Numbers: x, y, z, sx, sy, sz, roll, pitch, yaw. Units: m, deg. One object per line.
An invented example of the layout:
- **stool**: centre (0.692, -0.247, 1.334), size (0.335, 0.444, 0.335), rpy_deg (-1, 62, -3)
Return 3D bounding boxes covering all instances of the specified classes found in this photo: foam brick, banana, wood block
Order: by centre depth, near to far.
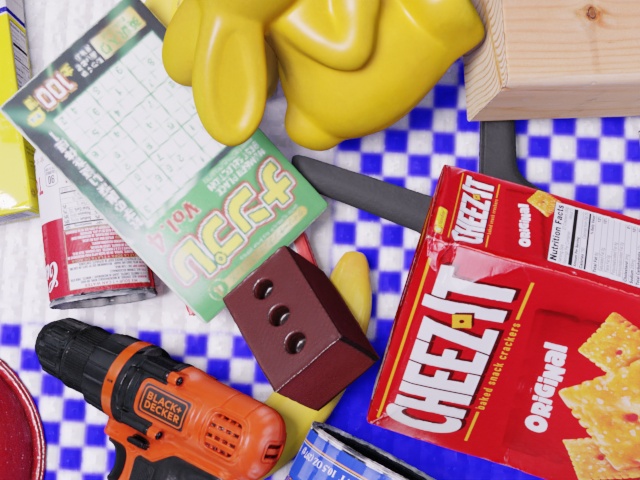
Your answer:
- **foam brick**: centre (-0.012, 0.052, 0.635), size (0.053, 0.051, 0.078), rpy_deg (-42, 53, 10)
- **wood block**: centre (0.196, -0.128, 0.640), size (0.206, 0.090, 0.091), rpy_deg (-2, 82, -7)
- **banana**: centre (-0.025, 0.096, 0.675), size (0.198, 0.037, 0.069), rpy_deg (-45, 84, -1)

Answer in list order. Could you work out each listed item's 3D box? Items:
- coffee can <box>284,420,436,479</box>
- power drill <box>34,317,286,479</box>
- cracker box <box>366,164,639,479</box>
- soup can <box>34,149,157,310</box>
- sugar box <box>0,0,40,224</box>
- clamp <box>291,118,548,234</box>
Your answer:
- **coffee can**: centre (0.009, 0.193, 0.630), size (0.103, 0.103, 0.140), rpy_deg (27, 86, 6)
- **power drill**: centre (-0.127, 0.155, 0.652), size (0.185, 0.057, 0.188), rpy_deg (21, 92, 28)
- **cracker box**: centre (0.148, 0.066, 0.605), size (0.214, 0.164, 0.072), rpy_deg (16, 42, 4)
- **soup can**: centre (-0.143, -0.011, 0.678), size (0.068, 0.068, 0.102), rpy_deg (-8, 83, 3)
- **sugar box**: centre (-0.239, -0.096, 0.704), size (0.093, 0.048, 0.176), rpy_deg (-11, 85, 2)
- **clamp**: centre (0.091, -0.014, 0.679), size (0.164, 0.036, 0.210), rpy_deg (-28, 84, -1)
